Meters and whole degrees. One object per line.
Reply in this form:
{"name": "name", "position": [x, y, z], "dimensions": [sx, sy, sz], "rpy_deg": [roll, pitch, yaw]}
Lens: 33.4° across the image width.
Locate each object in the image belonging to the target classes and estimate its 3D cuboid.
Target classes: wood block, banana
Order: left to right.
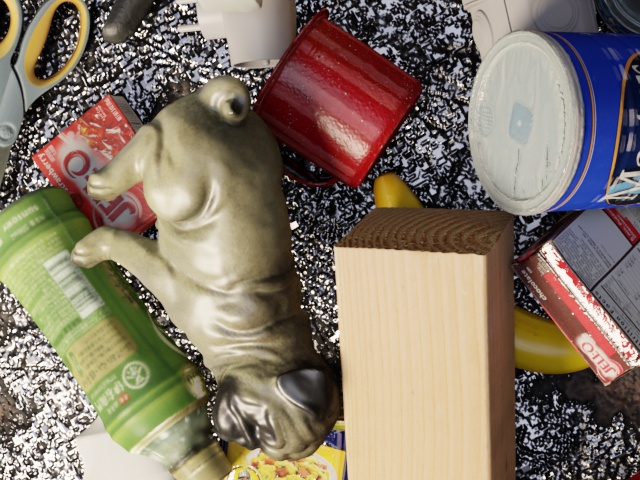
{"name": "wood block", "position": [0.069, 0.091, 0.654], "dimensions": [0.091, 0.090, 0.206], "rpy_deg": [2, 108, 20]}
{"name": "banana", "position": [0.107, 0.033, 0.701], "dimensions": [0.198, 0.037, 0.069], "rpy_deg": [32, 89, 7]}

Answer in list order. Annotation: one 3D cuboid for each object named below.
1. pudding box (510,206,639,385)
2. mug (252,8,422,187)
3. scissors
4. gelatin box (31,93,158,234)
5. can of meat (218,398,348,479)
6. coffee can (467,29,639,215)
{"name": "pudding box", "position": [0.177, 0.022, 0.648], "dimensions": [0.090, 0.113, 0.039], "rpy_deg": [53, 135, 3]}
{"name": "mug", "position": [0.007, -0.080, 0.692], "dimensions": [0.081, 0.093, 0.117], "rpy_deg": [34, 129, 2]}
{"name": "scissors", "position": [-0.231, -0.091, 0.734], "dimensions": [0.096, 0.016, 0.202], "rpy_deg": [32, 89, -33]}
{"name": "gelatin box", "position": [-0.145, -0.045, 0.744], "dimensions": [0.073, 0.030, 0.089], "rpy_deg": [-37, 86, 11]}
{"name": "can of meat", "position": [-0.021, 0.148, 0.719], "dimensions": [0.102, 0.057, 0.084], "rpy_deg": [8, 96, 10]}
{"name": "coffee can", "position": [0.172, -0.069, 0.617], "dimensions": [0.140, 0.103, 0.103], "rpy_deg": [-4, 93, -24]}
